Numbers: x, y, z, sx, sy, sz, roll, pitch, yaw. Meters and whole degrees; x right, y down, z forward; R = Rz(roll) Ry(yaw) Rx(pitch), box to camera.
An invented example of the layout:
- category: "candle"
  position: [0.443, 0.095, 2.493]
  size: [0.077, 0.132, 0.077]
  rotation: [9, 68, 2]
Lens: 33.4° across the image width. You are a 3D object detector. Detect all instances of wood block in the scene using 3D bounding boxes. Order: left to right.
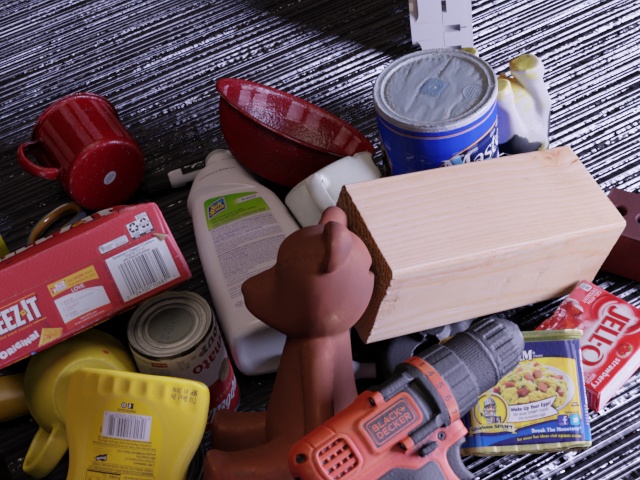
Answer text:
- category: "wood block"
  position: [0.116, 0.001, 0.832]
  size: [0.205, 0.090, 0.091]
  rotation: [-11, 53, -24]

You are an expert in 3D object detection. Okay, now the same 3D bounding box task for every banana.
- category: "banana"
  position: [-0.298, 0.124, 0.884]
  size: [0.198, 0.037, 0.069]
  rotation: [3, 49, 14]

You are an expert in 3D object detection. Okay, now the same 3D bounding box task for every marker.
- category: "marker"
  position: [-0.116, -0.068, 1.041]
  size: [0.121, 0.020, 0.020]
  rotation: [-18, 46, -5]

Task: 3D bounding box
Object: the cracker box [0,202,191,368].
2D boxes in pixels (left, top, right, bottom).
- category: "cracker box"
  position: [-0.205, 0.029, 0.852]
  size: [0.164, 0.072, 0.214]
  rotation: [-26, 8, -14]

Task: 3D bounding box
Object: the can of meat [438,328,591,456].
- category: "can of meat"
  position: [0.140, 0.110, 0.765]
  size: [0.102, 0.057, 0.084]
  rotation: [-3, 76, -3]

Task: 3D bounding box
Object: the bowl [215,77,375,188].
- category: "bowl"
  position: [-0.032, -0.092, 0.990]
  size: [0.162, 0.055, 0.162]
  rotation: [23, 19, -8]

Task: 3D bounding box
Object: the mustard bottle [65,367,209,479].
- category: "mustard bottle"
  position: [-0.135, 0.187, 0.730]
  size: [0.096, 0.058, 0.191]
  rotation: [6, 82, 4]

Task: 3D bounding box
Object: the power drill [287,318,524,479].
- category: "power drill"
  position: [0.097, 0.163, 0.691]
  size: [0.184, 0.057, 0.188]
  rotation: [-32, 80, -17]

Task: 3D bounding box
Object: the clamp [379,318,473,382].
- category: "clamp"
  position: [0.096, 0.073, 0.850]
  size: [0.120, 0.039, 0.171]
  rotation: [-11, 47, 2]

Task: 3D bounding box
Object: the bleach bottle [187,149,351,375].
- category: "bleach bottle"
  position: [-0.056, 0.001, 0.935]
  size: [0.102, 0.068, 0.251]
  rotation: [-16, 43, -6]

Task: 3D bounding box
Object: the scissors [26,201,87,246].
- category: "scissors"
  position: [-0.259, 0.040, 0.971]
  size: [0.096, 0.016, 0.201]
  rotation: [11, 50, 21]

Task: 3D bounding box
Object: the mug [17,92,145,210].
- category: "mug"
  position: [-0.230, -0.081, 1.020]
  size: [0.117, 0.093, 0.082]
  rotation: [-8, 39, -35]

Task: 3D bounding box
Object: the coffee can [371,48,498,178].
- category: "coffee can"
  position: [0.103, -0.079, 0.921]
  size: [0.103, 0.140, 0.103]
  rotation: [-6, 46, 6]

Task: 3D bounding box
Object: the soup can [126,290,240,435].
- category: "soup can"
  position: [-0.105, 0.095, 0.826]
  size: [0.068, 0.102, 0.068]
  rotation: [-6, 46, 6]
